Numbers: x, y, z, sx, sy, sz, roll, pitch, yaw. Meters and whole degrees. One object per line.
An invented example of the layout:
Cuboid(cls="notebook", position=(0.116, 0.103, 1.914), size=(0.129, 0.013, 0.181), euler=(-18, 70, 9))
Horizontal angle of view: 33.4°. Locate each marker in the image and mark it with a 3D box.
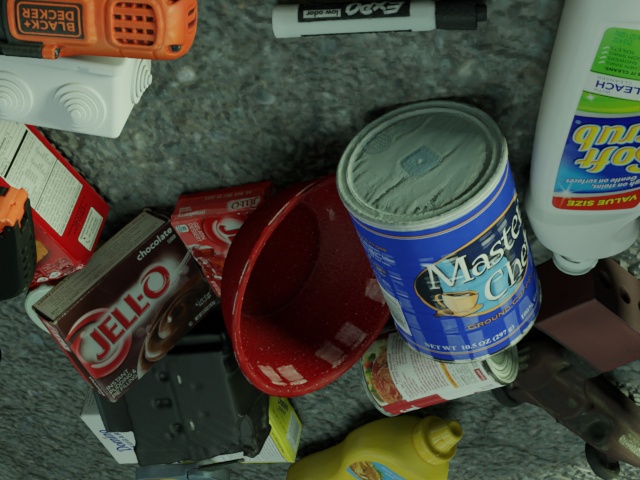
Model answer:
Cuboid(cls="marker", position=(0.033, -0.126, 0.604), size=(0.121, 0.020, 0.020), euler=(0, 139, 11))

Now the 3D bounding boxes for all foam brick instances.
Cuboid(cls="foam brick", position=(0.193, 0.048, 0.750), size=(0.078, 0.053, 0.051), euler=(33, 135, -27))

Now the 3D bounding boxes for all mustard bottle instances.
Cuboid(cls="mustard bottle", position=(0.057, 0.202, 0.955), size=(0.096, 0.058, 0.192), euler=(31, 136, -21))

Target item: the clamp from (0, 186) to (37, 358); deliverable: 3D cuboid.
Cuboid(cls="clamp", position=(-0.242, 0.024, 0.709), size=(0.210, 0.036, 0.164), euler=(-24, 130, 38))

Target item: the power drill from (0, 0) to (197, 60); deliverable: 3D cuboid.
Cuboid(cls="power drill", position=(-0.150, -0.178, 0.504), size=(0.184, 0.057, 0.188), euler=(5, 119, 4))

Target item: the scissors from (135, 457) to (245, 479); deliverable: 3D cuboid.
Cuboid(cls="scissors", position=(-0.092, 0.205, 0.946), size=(0.096, 0.016, 0.202), euler=(14, 159, -38))

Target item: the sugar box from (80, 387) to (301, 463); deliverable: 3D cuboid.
Cuboid(cls="sugar box", position=(-0.114, 0.161, 0.951), size=(0.176, 0.048, 0.093), euler=(-1, 141, 18))

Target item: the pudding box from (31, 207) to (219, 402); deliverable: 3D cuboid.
Cuboid(cls="pudding box", position=(-0.138, 0.046, 0.768), size=(0.039, 0.113, 0.090), euler=(24, 150, 41))

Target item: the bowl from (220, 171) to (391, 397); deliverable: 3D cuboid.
Cuboid(cls="bowl", position=(-0.013, 0.021, 0.716), size=(0.055, 0.162, 0.162), euler=(27, 154, 39))

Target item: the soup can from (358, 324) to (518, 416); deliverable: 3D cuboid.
Cuboid(cls="soup can", position=(0.089, 0.088, 0.807), size=(0.102, 0.068, 0.068), euler=(-21, 131, 31))

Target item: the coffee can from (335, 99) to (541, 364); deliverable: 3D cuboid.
Cuboid(cls="coffee can", position=(0.078, -0.003, 0.675), size=(0.103, 0.102, 0.140), euler=(-6, 138, 18))

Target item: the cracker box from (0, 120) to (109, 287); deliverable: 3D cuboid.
Cuboid(cls="cracker box", position=(-0.276, -0.046, 0.721), size=(0.164, 0.072, 0.213), euler=(-16, 133, 27))

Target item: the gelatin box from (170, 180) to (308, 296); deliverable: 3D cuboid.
Cuboid(cls="gelatin box", position=(-0.055, 0.001, 0.763), size=(0.073, 0.030, 0.089), euler=(-7, 137, 19))
